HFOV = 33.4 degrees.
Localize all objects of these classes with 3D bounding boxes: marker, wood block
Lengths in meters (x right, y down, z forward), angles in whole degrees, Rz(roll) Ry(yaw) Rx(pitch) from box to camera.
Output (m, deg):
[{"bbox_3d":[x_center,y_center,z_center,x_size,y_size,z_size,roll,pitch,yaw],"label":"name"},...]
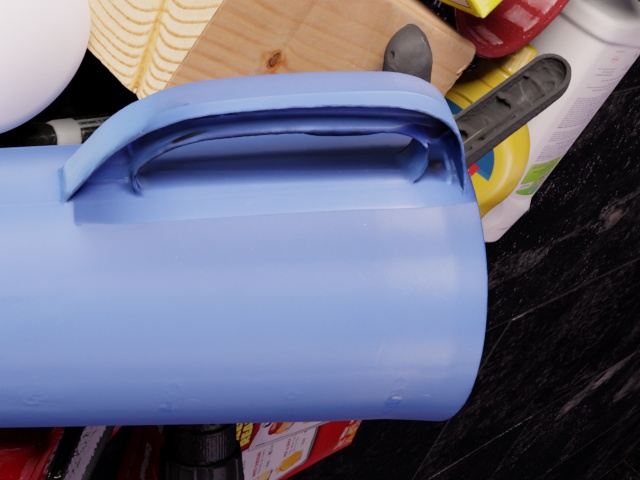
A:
[{"bbox_3d":[-0.109,-0.054,0.533,0.120,0.020,0.020,-15,140,-47],"label":"marker"},{"bbox_3d":[-0.018,-0.105,0.517,0.091,0.090,0.205,-53,153,15],"label":"wood block"}]

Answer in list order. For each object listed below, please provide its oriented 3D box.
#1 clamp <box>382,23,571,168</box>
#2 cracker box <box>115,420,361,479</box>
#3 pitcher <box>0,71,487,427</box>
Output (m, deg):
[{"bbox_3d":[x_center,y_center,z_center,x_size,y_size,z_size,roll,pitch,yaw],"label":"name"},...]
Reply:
[{"bbox_3d":[0.042,-0.041,0.550,0.120,0.039,0.172,15,124,-41],"label":"clamp"},{"bbox_3d":[-0.041,0.120,0.822,0.213,0.072,0.164,-18,142,-43],"label":"cracker box"},{"bbox_3d":[-0.060,0.009,0.443,0.242,0.145,0.149,-2,94,-16],"label":"pitcher"}]
